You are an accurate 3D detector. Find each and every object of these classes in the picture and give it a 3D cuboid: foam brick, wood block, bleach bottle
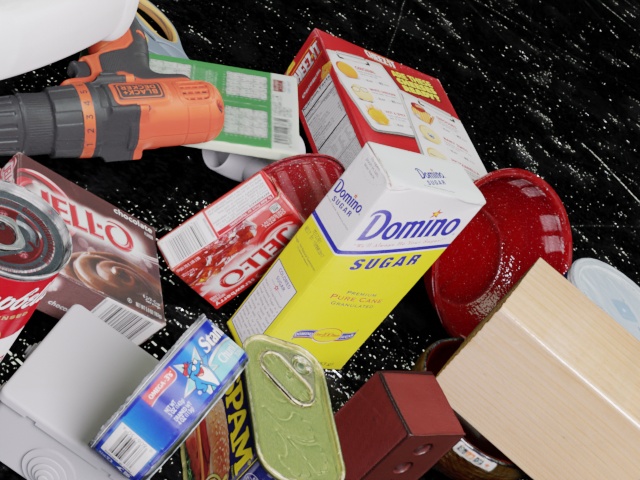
[{"bbox_3d":[0.044,0.128,0.701,0.052,0.078,0.051,6,45,-39],"label":"foam brick"},{"bbox_3d":[0.189,0.121,0.715,0.206,0.091,0.090,41,35,8],"label":"wood block"},{"bbox_3d":[-0.198,-0.135,0.649,0.102,0.068,0.250,20,26,2],"label":"bleach bottle"}]

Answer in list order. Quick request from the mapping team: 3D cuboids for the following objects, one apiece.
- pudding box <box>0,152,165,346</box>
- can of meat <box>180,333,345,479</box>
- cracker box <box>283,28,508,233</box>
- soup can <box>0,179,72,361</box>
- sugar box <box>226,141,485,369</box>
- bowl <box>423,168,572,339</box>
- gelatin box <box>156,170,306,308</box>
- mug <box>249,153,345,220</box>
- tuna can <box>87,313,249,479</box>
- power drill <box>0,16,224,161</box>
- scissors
[{"bbox_3d":[-0.152,0.008,0.663,0.113,0.039,0.090,35,28,-38],"label":"pudding box"},{"bbox_3d":[-0.038,0.120,0.617,0.057,0.084,0.102,20,37,-29],"label":"can of meat"},{"bbox_3d":[0.068,-0.088,1.009,0.163,0.072,0.214,16,37,-34],"label":"cracker box"},{"bbox_3d":[-0.184,0.026,0.564,0.068,0.102,0.068,27,33,-20],"label":"soup can"},{"bbox_3d":[0.022,0.017,0.723,0.093,0.176,0.048,8,44,-42],"label":"sugar box"},{"bbox_3d":[0.141,0.017,0.917,0.161,0.162,0.055,15,-1,-35],"label":"bowl"},{"bbox_3d":[-0.055,0.001,0.724,0.030,0.089,0.073,58,4,31],"label":"gelatin box"},{"bbox_3d":[0.001,-0.009,0.806,0.117,0.093,0.081,-16,60,-11],"label":"mug"},{"bbox_3d":[-0.074,0.079,0.531,0.034,0.086,0.086,41,31,-1],"label":"tuna can"},{"bbox_3d":[-0.183,-0.131,0.792,0.184,0.057,0.188,-6,49,-28],"label":"power drill"},{"bbox_3d":[-0.127,-0.146,0.929,0.096,0.016,0.202,-14,59,-51],"label":"scissors"}]
